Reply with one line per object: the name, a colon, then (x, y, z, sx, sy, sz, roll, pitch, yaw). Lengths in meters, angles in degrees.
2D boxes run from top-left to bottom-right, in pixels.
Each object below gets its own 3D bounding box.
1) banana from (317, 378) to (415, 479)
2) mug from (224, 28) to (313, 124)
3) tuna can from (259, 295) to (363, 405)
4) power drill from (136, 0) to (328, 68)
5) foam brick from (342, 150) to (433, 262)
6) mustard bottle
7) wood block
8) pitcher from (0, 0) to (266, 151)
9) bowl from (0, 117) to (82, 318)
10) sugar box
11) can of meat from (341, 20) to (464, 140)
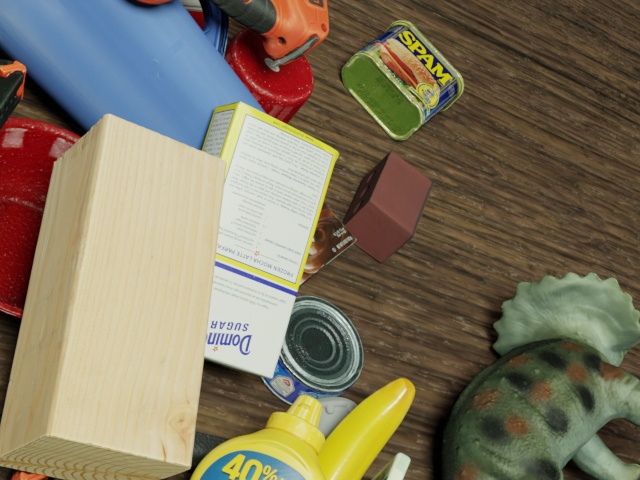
banana: (0.006, 0.183, 0.743, 0.037, 0.070, 0.197, 42, 63, -29)
mug: (-0.058, -0.138, 0.927, 0.093, 0.082, 0.117, 22, 49, -23)
tuna can: (-0.009, 0.087, 0.840, 0.086, 0.034, 0.086, 19, 50, -25)
power drill: (-0.077, -0.227, 0.804, 0.187, 0.057, 0.184, 24, 53, -42)
foam brick: (0.059, -0.030, 0.961, 0.051, 0.053, 0.078, 36, 44, -11)
mustard bottle: (-0.046, 0.185, 0.684, 0.096, 0.058, 0.191, 22, 62, 11)
wood block: (-0.128, 0.040, 0.667, 0.090, 0.090, 0.206, 21, 59, -30)
pitcher: (-0.138, -0.140, 0.811, 0.242, 0.149, 0.145, 48, 20, -17)
bowl: (-0.204, -0.005, 0.743, 0.161, 0.055, 0.162, 19, 50, -25)
sugar box: (-0.055, 0.001, 0.760, 0.093, 0.048, 0.176, 23, 80, -30)
can of meat: (0.080, -0.159, 1.066, 0.102, 0.058, 0.083, 47, 47, 1)
